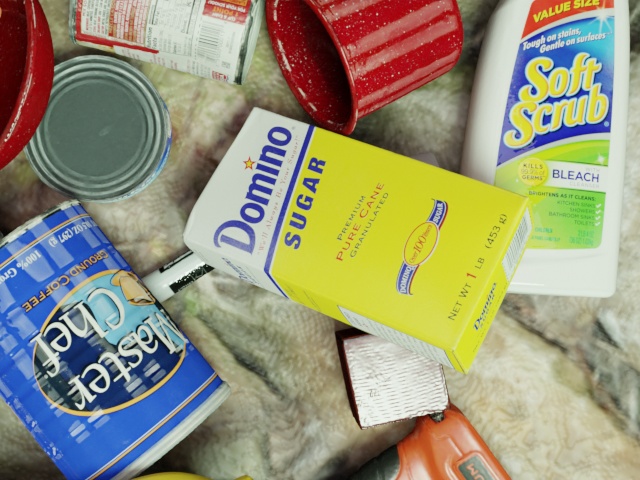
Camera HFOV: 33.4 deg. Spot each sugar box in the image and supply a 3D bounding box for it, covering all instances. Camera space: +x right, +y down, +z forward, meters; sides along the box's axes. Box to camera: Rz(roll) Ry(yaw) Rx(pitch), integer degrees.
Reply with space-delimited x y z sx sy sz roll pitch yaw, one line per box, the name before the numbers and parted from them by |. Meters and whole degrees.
sugar box | 0.018 -0.005 0.585 0.176 0.048 0.093 21 73 24

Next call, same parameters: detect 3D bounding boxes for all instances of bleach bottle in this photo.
bleach bottle | 0.129 -0.094 0.629 0.102 0.068 0.251 3 87 -2

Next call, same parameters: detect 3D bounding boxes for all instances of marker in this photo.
marker | -0.054 0.001 0.644 0.121 0.020 0.020 -32 91 -1

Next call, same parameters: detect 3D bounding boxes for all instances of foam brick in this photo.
foam brick | 0.040 0.074 0.617 0.053 0.078 0.051 -12 89 -2

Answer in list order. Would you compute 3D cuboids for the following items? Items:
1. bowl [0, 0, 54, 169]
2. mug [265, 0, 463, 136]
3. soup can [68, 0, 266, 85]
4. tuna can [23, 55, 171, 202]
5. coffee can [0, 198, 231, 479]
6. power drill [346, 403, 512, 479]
bowl | -0.205 -0.094 0.604 0.162 0.055 0.162 -4 82 28
mug | 0.020 -0.124 0.615 0.081 0.093 0.117 -29 47 -18
soup can | -0.087 -0.134 0.619 0.102 0.068 0.068 14 89 -2
tuna can | -0.132 -0.065 0.635 0.086 0.034 0.086 0 90 -2
coffee can | -0.133 0.062 0.600 0.103 0.103 0.140 -39 91 -1
power drill | 0.040 0.199 0.625 0.187 0.057 0.184 -35 89 -2
